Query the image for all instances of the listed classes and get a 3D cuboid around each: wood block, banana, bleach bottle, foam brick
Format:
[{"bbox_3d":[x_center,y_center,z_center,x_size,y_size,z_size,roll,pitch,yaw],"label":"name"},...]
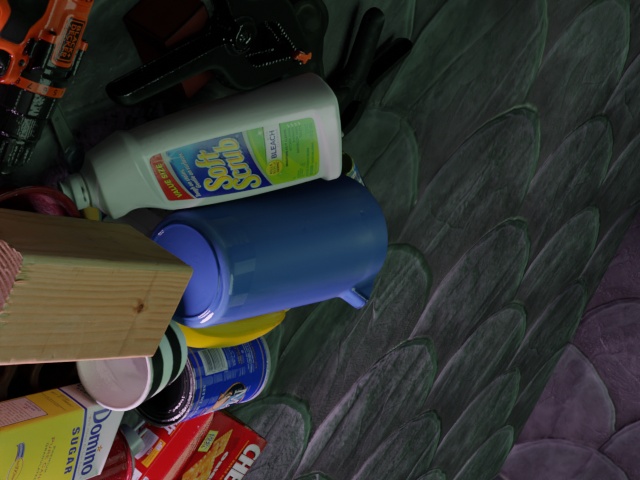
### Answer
[{"bbox_3d":[-0.206,0.037,0.838,0.205,0.090,0.091,9,110,-62],"label":"wood block"},{"bbox_3d":[-0.112,0.084,1.121,0.070,0.037,0.197,-45,148,16],"label":"banana"},{"bbox_3d":[-0.106,-0.070,0.946,0.250,0.068,0.102,-19,132,-18],"label":"bleach bottle"},{"bbox_3d":[-0.124,-0.172,0.920,0.051,0.053,0.078,-48,153,-19],"label":"foam brick"}]

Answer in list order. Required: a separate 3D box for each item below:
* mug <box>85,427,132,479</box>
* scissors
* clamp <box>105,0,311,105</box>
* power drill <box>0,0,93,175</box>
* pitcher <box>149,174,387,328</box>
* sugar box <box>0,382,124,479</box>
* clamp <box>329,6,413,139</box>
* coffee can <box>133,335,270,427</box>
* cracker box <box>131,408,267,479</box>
[{"bbox_3d":[-0.263,0.238,1.111,0.117,0.093,0.081,-31,169,40],"label":"mug"},{"bbox_3d":[-0.201,-0.079,0.932,0.096,0.016,0.202,-37,148,-39],"label":"scissors"},{"bbox_3d":[-0.075,-0.185,0.887,0.209,0.036,0.165,-5,122,-52],"label":"clamp"},{"bbox_3d":[-0.246,-0.135,0.746,0.187,0.057,0.184,-1,116,-63],"label":"power drill"},{"bbox_3d":[-0.057,0.001,1.049,0.242,0.149,0.145,-13,117,-52],"label":"pitcher"},{"bbox_3d":[-0.255,0.185,0.965,0.175,0.048,0.093,-5,121,-58],"label":"sugar box"},{"bbox_3d":[0.046,-0.180,1.229,0.120,0.039,0.171,8,117,-57],"label":"clamp"},{"bbox_3d":[-0.137,0.144,1.193,0.140,0.103,0.103,-8,125,-58],"label":"coffee can"},{"bbox_3d":[-0.165,0.281,1.333,0.164,0.072,0.213,-53,155,-8],"label":"cracker box"}]
